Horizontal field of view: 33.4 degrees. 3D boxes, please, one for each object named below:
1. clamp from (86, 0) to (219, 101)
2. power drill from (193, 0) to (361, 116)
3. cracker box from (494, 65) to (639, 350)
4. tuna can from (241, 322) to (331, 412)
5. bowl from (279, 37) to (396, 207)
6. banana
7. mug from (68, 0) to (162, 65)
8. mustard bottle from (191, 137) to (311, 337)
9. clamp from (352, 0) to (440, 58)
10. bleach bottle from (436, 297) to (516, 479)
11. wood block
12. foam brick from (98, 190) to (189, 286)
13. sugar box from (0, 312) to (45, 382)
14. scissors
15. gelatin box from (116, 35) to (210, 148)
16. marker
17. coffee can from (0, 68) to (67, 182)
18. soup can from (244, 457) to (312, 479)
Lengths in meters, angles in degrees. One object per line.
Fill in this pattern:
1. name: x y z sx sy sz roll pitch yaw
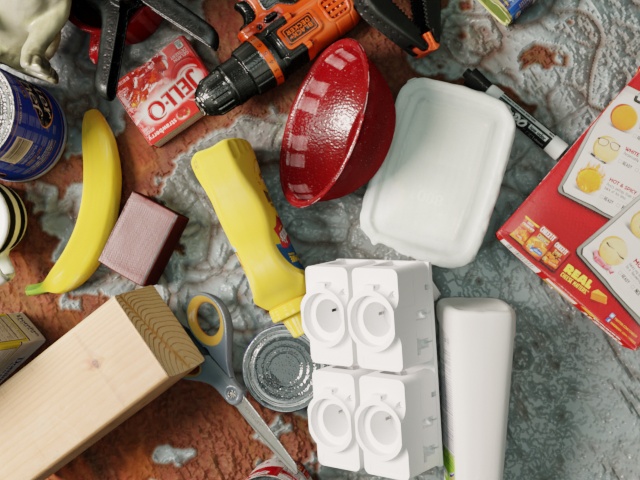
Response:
1. clamp: -0.180 -0.214 0.966 0.120 0.039 0.171 -32 79 -1
2. power drill: -0.082 -0.232 1.021 0.184 0.057 0.187 -36 87 -9
3. cracker box: 0.291 -0.032 0.979 0.164 0.072 0.214 41 92 5
4. tuna can: -0.032 0.122 1.025 0.086 0.033 0.086 0 88 6
5. bowl: 0.022 -0.101 0.986 0.055 0.162 0.162 17 90 -26
6. banana: -0.232 -0.028 1.049 0.069 0.037 0.198 20 90 5
7. mug: -0.200 -0.224 1.030 0.093 0.081 0.117 9 89 6
8. mustard bottle: -0.056 0.001 1.000 0.058 0.096 0.191 -25 86 4
9. clamp: 0.063 -0.277 1.013 0.164 0.036 0.210 -36 97 -25
10. bleach bottle: 0.141 0.183 0.983 0.068 0.102 0.251 1 95 0
11. wood block: -0.225 0.141 0.999 0.206 0.090 0.091 -37 84 15
12. foam brick: -0.171 -0.001 1.035 0.051 0.053 0.078 27 90 6
13. sugar box: -0.329 0.112 0.985 0.093 0.176 0.048 -43 87 2
14. scissors: -0.077 0.124 1.005 0.202 0.016 0.096 32 102 25
15. gelatin box: -0.148 -0.146 1.048 0.089 0.030 0.073 -34 85 4
16. marker: 0.184 -0.122 1.018 0.121 0.020 0.020 41 92 5
17. coffee can: -0.311 -0.112 1.008 0.103 0.140 0.103 0 88 6
18. soup can: -0.043 0.242 0.988 0.068 0.102 0.068 0 88 6
